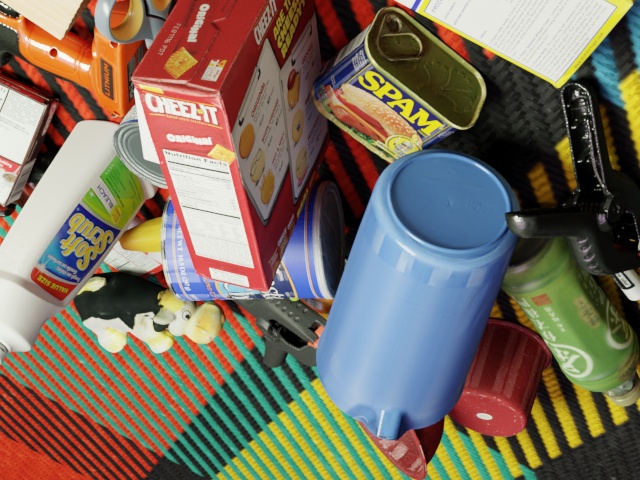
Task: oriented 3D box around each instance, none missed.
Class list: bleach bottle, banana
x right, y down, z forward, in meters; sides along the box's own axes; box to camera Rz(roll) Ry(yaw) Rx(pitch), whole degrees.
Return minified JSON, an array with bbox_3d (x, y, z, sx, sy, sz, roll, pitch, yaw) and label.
[{"bbox_3d":[-0.236,0.011,0.954,0.068,0.250,0.102,7,143,24],"label":"bleach bottle"},{"bbox_3d":[-0.096,0.003,1.021,0.198,0.069,0.037,14,130,21],"label":"banana"}]

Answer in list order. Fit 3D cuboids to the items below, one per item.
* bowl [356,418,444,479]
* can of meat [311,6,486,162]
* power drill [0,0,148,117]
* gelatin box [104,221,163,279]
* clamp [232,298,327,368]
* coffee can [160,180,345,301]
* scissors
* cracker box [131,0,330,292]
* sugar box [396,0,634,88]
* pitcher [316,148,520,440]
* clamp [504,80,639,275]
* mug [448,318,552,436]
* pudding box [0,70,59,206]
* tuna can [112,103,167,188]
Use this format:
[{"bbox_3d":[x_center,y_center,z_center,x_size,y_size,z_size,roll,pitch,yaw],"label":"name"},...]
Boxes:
[{"bbox_3d":[0.071,0.149,1.031,0.162,0.055,0.162,50,161,23],"label":"bowl"},{"bbox_3d":[0.055,-0.109,0.783,0.102,0.057,0.084,35,147,-16],"label":"can of meat"},{"bbox_3d":[-0.230,-0.185,0.859,0.188,0.057,0.184,22,150,8],"label":"power drill"},{"bbox_3d":[-0.206,0.002,1.124,0.089,0.030,0.073,37,146,-21],"label":"gelatin box"},{"bbox_3d":[-0.040,0.085,1.054,0.210,0.036,0.164,18,146,54],"label":"clamp"},{"bbox_3d":[-0.056,0.001,0.936,0.140,0.102,0.103,-2,141,13],"label":"coffee can"},{"bbox_3d":[-0.137,-0.149,0.822,0.016,0.096,0.202,32,145,13],"label":"scissors"},{"bbox_3d":[-0.056,-0.092,0.779,0.072,0.164,0.214,11,145,16],"label":"cracker box"},{"bbox_3d":[0.102,-0.174,0.674,0.176,0.048,0.093,30,147,-2],"label":"sugar box"},{"bbox_3d":[0.077,0.033,0.849,0.149,0.144,0.243,50,152,24],"label":"pitcher"},{"bbox_3d":[0.192,-0.019,0.774,0.039,0.120,0.171,19,156,50],"label":"clamp"},{"bbox_3d":[0.159,0.127,1.020,0.117,0.081,0.093,39,144,-21],"label":"mug"},{"bbox_3d":[-0.306,-0.100,0.989,0.090,0.039,0.114,27,108,-2],"label":"pudding box"},{"bbox_3d":[-0.140,-0.086,0.957,0.086,0.033,0.086,17,146,12],"label":"tuna can"}]
